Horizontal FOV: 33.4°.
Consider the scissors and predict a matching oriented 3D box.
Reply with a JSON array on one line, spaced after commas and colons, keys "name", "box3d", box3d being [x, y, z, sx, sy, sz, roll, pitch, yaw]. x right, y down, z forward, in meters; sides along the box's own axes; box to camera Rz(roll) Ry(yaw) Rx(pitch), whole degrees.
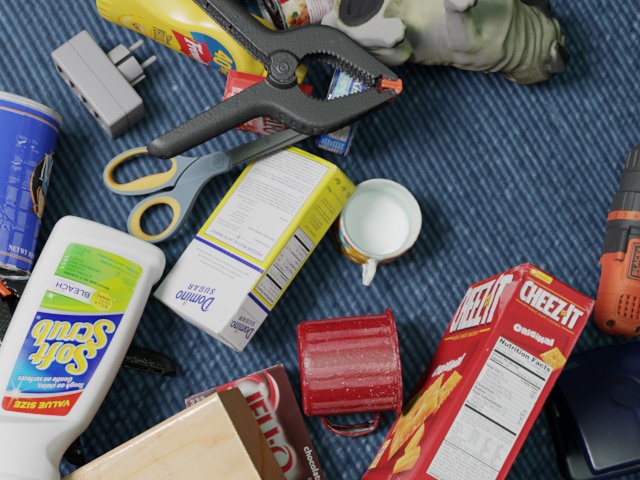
[{"name": "scissors", "box3d": [-0.093, -0.048, 0.928, 0.202, 0.016, 0.096, -3, 88, 12]}]

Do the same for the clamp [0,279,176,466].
[{"name": "clamp", "box3d": [-0.210, 0.092, 0.911, 0.120, 0.039, 0.171, -35, 84, -28]}]

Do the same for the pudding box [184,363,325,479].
[{"name": "pudding box", "box3d": [-0.056, 0.173, 0.913, 0.090, 0.039, 0.113, -20, 83, -9]}]

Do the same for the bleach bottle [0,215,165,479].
[{"name": "bleach bottle", "box3d": [-0.204, 0.105, 0.840, 0.102, 0.068, 0.250, 22, 55, -14]}]

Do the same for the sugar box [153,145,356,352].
[{"name": "sugar box", "box3d": [-0.056, 0.001, 0.919, 0.093, 0.048, 0.176, 26, 78, 41]}]

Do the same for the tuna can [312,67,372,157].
[{"name": "tuna can", "box3d": [0.020, -0.120, 0.949, 0.033, 0.086, 0.086, 17, 79, -2]}]

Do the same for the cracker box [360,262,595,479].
[{"name": "cracker box", "box3d": [0.121, 0.131, 0.878, 0.072, 0.164, 0.213, 31, 78, -3]}]

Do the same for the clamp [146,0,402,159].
[{"name": "clamp", "box3d": [-0.040, -0.127, 0.874, 0.210, 0.036, 0.164, 13, 80, -8]}]

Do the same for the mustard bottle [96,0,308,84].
[{"name": "mustard bottle", "box3d": [-0.100, -0.186, 0.941, 0.191, 0.096, 0.058, 26, 78, -2]}]

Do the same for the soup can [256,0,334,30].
[{"name": "soup can", "box3d": [-0.003, -0.234, 0.975, 0.102, 0.068, 0.068, -27, 84, -11]}]

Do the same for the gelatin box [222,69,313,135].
[{"name": "gelatin box", "box3d": [-0.049, -0.116, 0.938, 0.073, 0.089, 0.030, 12, 79, -5]}]

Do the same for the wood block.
[{"name": "wood block", "box3d": [-0.142, 0.206, 0.846, 0.206, 0.090, 0.090, -29, 81, 4]}]

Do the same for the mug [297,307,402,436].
[{"name": "mug", "box3d": [0.024, 0.117, 0.915, 0.081, 0.093, 0.117, -5, 117, -3]}]

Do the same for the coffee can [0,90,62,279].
[{"name": "coffee can", "box3d": [-0.280, -0.046, 0.892, 0.102, 0.103, 0.140, 9, 80, -5]}]
